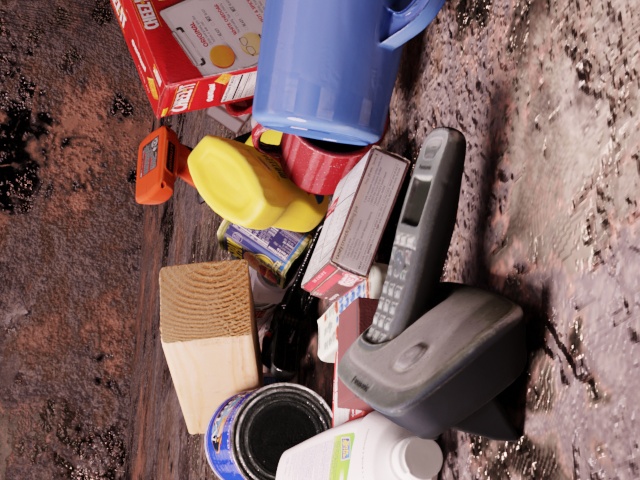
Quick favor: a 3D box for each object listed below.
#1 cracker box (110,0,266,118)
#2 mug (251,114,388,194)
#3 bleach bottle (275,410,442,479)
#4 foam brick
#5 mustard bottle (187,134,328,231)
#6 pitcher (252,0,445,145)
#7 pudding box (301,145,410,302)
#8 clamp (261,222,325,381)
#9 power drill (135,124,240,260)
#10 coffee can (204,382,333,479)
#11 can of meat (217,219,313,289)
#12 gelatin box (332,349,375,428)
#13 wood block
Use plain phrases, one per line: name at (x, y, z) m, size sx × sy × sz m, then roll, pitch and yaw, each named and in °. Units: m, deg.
cracker box at (-0.080, -0.219, 1.019) m, size 0.164 × 0.213 × 0.072 m, roll 67°, pitch 157°, yaw 17°
mug at (-0.004, -0.093, 0.963) m, size 0.082 × 0.117 × 0.093 m, roll 113°, pitch 150°, yaw -61°
bleach bottle at (0.029, 0.189, 0.810) m, size 0.251 × 0.068 × 0.102 m, roll 135°, pitch 139°, yaw -64°
foam brick at (0.044, 0.088, 0.809) m, size 0.051 × 0.053 × 0.078 m, roll 128°, pitch 147°, yaw -64°
mustard bottle at (-0.043, -0.050, 1.035) m, size 0.096 × 0.191 × 0.058 m, roll 47°, pitch 107°, yaw 21°
pitcher at (0.025, -0.202, 0.849) m, size 0.149 × 0.145 × 0.243 m, roll -150°, pitch 70°, yaw -83°
pudding box at (0.028, -0.012, 0.886) m, size 0.090 × 0.039 × 0.113 m, roll 138°, pitch 153°, yaw -68°
clamp at (-0.033, 0.090, 1.094) m, size 0.210 × 0.036 × 0.164 m, roll 121°, pitch 169°, yaw -62°
power drill at (-0.144, -0.051, 1.355) m, size 0.057 × 0.187 × 0.184 m, roll -31°, pitch 48°, yaw 34°
coffee can at (-0.050, 0.192, 1.028) m, size 0.140 × 0.102 × 0.103 m, roll 145°, pitch 130°, yaw -71°
can of meat at (-0.057, 0.001, 1.121) m, size 0.057 × 0.084 × 0.102 m, roll -55°, pitch -5°, yaw -13°
gelatin box at (0.036, 0.117, 0.875) m, size 0.089 × 0.030 × 0.073 m, roll 129°, pitch 147°, yaw -64°
wood block at (-0.110, 0.116, 1.122) m, size 0.206 × 0.090 × 0.091 m, roll 88°, pitch 176°, yaw -56°
